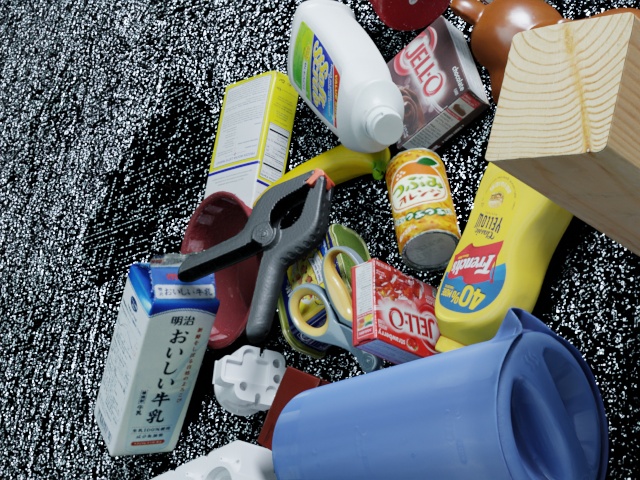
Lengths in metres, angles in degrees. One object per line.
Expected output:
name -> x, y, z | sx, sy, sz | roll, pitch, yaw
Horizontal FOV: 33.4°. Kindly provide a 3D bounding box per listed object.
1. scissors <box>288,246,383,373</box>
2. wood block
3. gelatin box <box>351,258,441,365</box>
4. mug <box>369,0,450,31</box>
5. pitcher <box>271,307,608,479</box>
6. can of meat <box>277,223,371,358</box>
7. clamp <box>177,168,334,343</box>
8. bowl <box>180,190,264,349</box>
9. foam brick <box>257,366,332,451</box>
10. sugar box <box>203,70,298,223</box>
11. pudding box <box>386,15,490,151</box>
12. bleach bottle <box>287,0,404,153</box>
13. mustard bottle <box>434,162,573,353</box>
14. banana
scissors -> 0.027, 0.105, 0.928 | 0.096, 0.016, 0.202 | -24, 71, 31
wood block -> 0.213, -0.055, 0.695 | 0.090, 0.205, 0.091 | 0, 69, 49
gelatin box -> 0.065, 0.064, 0.897 | 0.030, 0.089, 0.073 | -25, 53, 38
mug -> 0.093, -0.267, 1.060 | 0.117, 0.093, 0.081 | -20, 52, -3
pitcher -> 0.080, 0.160, 0.795 | 0.243, 0.145, 0.149 | -19, 28, 43
can of meat -> 0.006, 0.045, 1.005 | 0.084, 0.057, 0.102 | -39, 45, 26
clamp -> -0.057, 0.001, 1.003 | 0.120, 0.039, 0.171 | 28, 78, 26
bowl -> -0.085, 0.031, 1.100 | 0.162, 0.055, 0.162 | -9, 79, 54
foam brick -> -0.012, 0.161, 0.965 | 0.053, 0.051, 0.078 | 17, 84, 53
sugar box -> -0.079, -0.096, 1.191 | 0.094, 0.048, 0.176 | -9, 67, 47
pudding box -> 0.104, -0.143, 1.007 | 0.090, 0.039, 0.113 | -40, 43, 29
bleach bottle -> 0.029, -0.154, 1.023 | 0.251, 0.068, 0.103 | -121, 37, -61
mustard bottle -> 0.139, 0.026, 0.856 | 0.096, 0.058, 0.191 | 19, 86, 61
banana -> 0.007, -0.068, 1.064 | 0.069, 0.037, 0.198 | -37, 12, -39
